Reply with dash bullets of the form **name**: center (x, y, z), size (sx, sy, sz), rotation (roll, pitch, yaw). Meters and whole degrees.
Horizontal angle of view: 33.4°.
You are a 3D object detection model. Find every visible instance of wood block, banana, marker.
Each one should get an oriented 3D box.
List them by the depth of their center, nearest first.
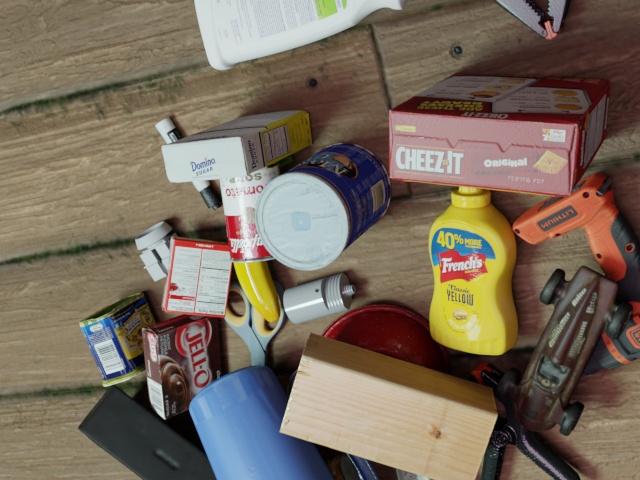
- **wood block**: center (0.071, 0.178, 1.123), size (0.206, 0.090, 0.091), rotation (17, 102, 2)
- **banana**: center (-0.073, -0.006, 1.223), size (0.070, 0.037, 0.198), rotation (12, 105, 31)
- **marker**: center (-0.153, -0.088, 1.247), size (0.020, 0.020, 0.121), rotation (-30, 94, 28)

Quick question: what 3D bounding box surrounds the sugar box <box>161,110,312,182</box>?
- **sugar box**: center (-0.084, -0.100, 1.125), size (0.093, 0.176, 0.048), rotation (-3, 106, 23)

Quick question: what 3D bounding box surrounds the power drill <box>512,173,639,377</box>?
- **power drill**: center (0.279, 0.040, 1.090), size (0.185, 0.057, 0.187), rotation (-33, 95, 32)

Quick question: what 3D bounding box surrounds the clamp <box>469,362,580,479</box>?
- **clamp**: center (0.217, 0.217, 1.185), size (0.120, 0.039, 0.171), rotation (-11, 103, 24)

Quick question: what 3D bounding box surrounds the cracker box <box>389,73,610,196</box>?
- **cracker box**: center (0.172, -0.104, 0.995), size (0.164, 0.213, 0.072), rotation (6, 110, 21)

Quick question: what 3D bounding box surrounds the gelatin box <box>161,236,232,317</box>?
- **gelatin box**: center (-0.144, 0.043, 1.253), size (0.073, 0.030, 0.089), rotation (6, 97, -16)

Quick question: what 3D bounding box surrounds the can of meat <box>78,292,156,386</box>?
- **can of meat**: center (-0.240, 0.119, 1.310), size (0.058, 0.102, 0.084), rotation (-19, 98, 27)

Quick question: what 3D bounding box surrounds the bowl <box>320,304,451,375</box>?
- **bowl**: center (0.066, 0.156, 1.194), size (0.162, 0.055, 0.162), rotation (1, 102, 5)

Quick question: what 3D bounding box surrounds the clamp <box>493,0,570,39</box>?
- **clamp**: center (0.180, -0.293, 1.027), size (0.165, 0.036, 0.210), rotation (-10, 104, 25)

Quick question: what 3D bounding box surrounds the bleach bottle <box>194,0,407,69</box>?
- **bleach bottle**: center (-0.003, -0.249, 1.107), size (0.251, 0.068, 0.102), rotation (-7, 105, 22)

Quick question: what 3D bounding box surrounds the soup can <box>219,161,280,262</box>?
- **soup can**: center (-0.072, -0.032, 1.167), size (0.069, 0.068, 0.102), rotation (-3, 100, 24)

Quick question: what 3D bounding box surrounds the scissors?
- **scissors**: center (-0.090, 0.134, 1.298), size (0.096, 0.016, 0.202), rotation (21, 114, 17)

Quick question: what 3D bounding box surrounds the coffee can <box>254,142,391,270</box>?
- **coffee can**: center (0.005, -0.039, 1.129), size (0.103, 0.140, 0.103), rotation (7, 110, 20)

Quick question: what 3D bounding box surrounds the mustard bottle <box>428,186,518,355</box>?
- **mustard bottle**: center (0.160, 0.021, 1.129), size (0.096, 0.058, 0.192), rotation (11, 112, 40)

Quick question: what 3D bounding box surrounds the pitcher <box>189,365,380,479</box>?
- **pitcher**: center (-0.044, 0.263, 1.207), size (0.243, 0.148, 0.145), rotation (61, 140, 19)

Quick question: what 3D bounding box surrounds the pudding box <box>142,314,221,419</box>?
- **pudding box**: center (-0.166, 0.147, 1.292), size (0.039, 0.089, 0.113), rotation (20, 119, 45)
